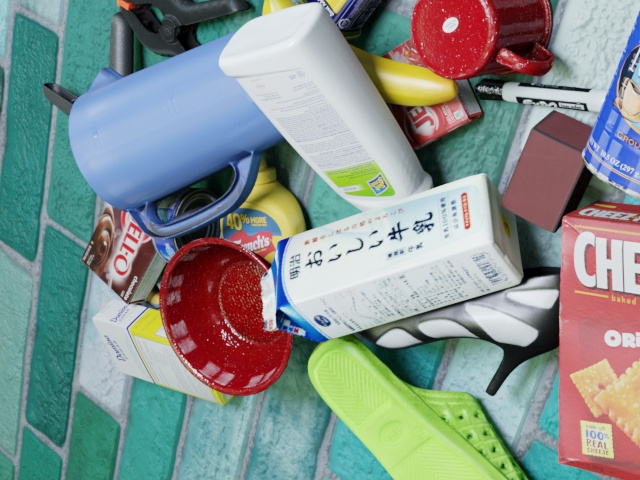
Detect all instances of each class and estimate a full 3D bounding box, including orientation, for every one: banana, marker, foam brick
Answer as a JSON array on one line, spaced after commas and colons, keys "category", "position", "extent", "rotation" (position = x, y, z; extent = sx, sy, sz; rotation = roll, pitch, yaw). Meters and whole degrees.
[{"category": "banana", "position": [0.024, -0.158, 0.920], "extent": [0.198, 0.037, 0.070], "rotation": [30, 160, 5]}, {"category": "marker", "position": [0.181, -0.120, 0.877], "extent": [0.121, 0.020, 0.020], "rotation": [13, 112, 37]}, {"category": "foam brick", "position": [0.188, -0.055, 0.861], "extent": [0.051, 0.052, 0.078], "rotation": [30, 127, 18]}]

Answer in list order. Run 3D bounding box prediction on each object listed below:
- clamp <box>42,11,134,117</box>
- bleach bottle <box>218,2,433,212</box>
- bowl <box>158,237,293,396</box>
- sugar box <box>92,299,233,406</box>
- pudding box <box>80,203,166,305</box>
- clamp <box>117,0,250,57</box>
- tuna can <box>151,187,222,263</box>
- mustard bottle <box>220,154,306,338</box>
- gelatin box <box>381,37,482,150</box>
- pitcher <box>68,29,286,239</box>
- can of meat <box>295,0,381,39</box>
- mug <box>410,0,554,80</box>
[{"category": "clamp", "position": [-0.224, -0.135, 1.182], "extent": [0.165, 0.036, 0.210], "rotation": [-40, 72, 37]}, {"category": "bleach bottle", "position": [0.023, -0.085, 0.929], "extent": [0.103, 0.068, 0.250], "rotation": [-5, 133, 41]}, {"category": "bowl", "position": [-0.081, 0.070, 1.059], "extent": [0.162, 0.055, 0.162], "rotation": [10, 109, 31]}, {"category": "sugar box", "position": [-0.176, 0.126, 1.227], "extent": [0.177, 0.048, 0.093], "rotation": [13, 136, 39]}, {"category": "pudding box", "position": [-0.217, 0.003, 1.232], "extent": [0.090, 0.039, 0.114], "rotation": [40, 114, 25]}, {"category": "clamp", "position": [-0.144, -0.212, 1.116], "extent": [0.172, 0.039, 0.120], "rotation": [25, 117, 33]}, {"category": "tuna can", "position": [-0.139, -0.015, 1.142], "extent": [0.034, 0.085, 0.086], "rotation": [6, 107, 37]}, {"category": "mustard bottle", "position": [-0.057, 0.001, 1.095], "extent": [0.096, 0.058, 0.191], "rotation": [4, 106, 38]}, {"category": "gelatin box", "position": [0.092, -0.133, 0.942], "extent": [0.073, 0.030, 0.089], "rotation": [-26, 86, 42]}, {"category": "pitcher", "position": [-0.111, -0.114, 1.035], "extent": [0.243, 0.145, 0.149], "rotation": [-19, 128, 29]}, {"category": "can of meat", "position": [0.017, -0.245, 0.954], "extent": [0.102, 0.057, 0.084], "rotation": [52, 128, 15]}, {"category": "mug", "position": [0.135, -0.167, 0.860], "extent": [0.117, 0.081, 0.093], "rotation": [43, 127, 22]}]
